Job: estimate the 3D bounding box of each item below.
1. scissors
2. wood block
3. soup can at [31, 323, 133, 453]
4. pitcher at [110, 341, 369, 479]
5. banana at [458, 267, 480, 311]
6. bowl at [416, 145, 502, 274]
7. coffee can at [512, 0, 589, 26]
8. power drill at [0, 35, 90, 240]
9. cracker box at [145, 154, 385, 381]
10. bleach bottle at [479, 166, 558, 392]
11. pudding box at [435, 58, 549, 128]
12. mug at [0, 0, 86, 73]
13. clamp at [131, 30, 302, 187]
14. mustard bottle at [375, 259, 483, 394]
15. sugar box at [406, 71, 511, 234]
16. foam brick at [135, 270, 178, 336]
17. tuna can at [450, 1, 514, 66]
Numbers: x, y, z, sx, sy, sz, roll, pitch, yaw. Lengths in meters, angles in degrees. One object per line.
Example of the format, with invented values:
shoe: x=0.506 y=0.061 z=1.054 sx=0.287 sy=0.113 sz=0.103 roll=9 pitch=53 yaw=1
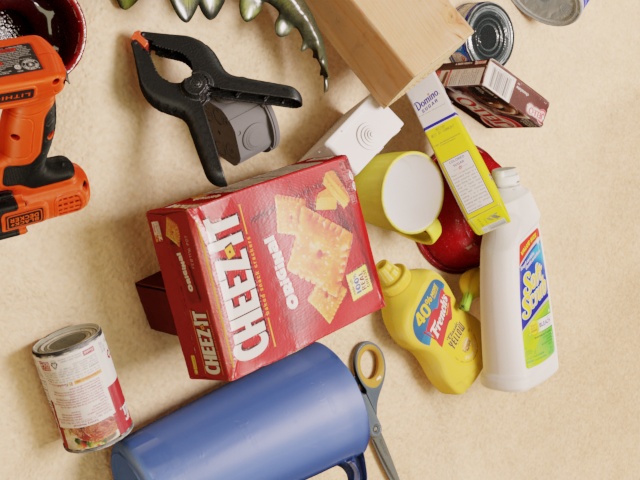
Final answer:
scissors: x=0.069 y=0.199 z=1.244 sx=0.096 sy=0.016 sz=0.201 roll=-50 pitch=121 yaw=-22
wood block: x=0.044 y=-0.250 z=1.078 sx=0.090 sy=0.090 sz=0.206 roll=-39 pitch=89 yaw=-23
soup can: x=-0.221 y=0.136 z=0.992 sx=0.068 sy=0.069 sz=0.102 roll=-25 pitch=108 yaw=-32
pitcher: x=-0.075 y=0.212 z=1.066 sx=0.242 sy=0.149 sz=0.145 roll=-22 pitch=120 yaw=-29
banana: x=0.220 y=0.074 z=1.320 sx=0.197 sy=0.037 sz=0.069 roll=23 pitch=72 yaw=-47
bowl: x=0.186 y=-0.036 z=1.281 sx=0.161 sy=0.055 sz=0.162 roll=-5 pitch=98 yaw=-36
coffee can: x=0.304 y=-0.348 z=1.304 sx=0.102 sy=0.103 sz=0.140 roll=46 pitch=68 yaw=-30
power drill: x=-0.279 y=-0.073 z=0.878 sx=0.184 sy=0.057 sz=0.188 roll=-19 pitch=147 yaw=-27
cracker box: x=-0.045 y=0.021 z=1.020 sx=0.213 sy=0.072 sz=0.164 roll=-22 pitch=102 yaw=-42
bleach bottle: x=0.221 y=0.042 z=1.240 sx=0.102 sy=0.068 sz=0.251 roll=-19 pitch=106 yaw=-44
pudding box: x=0.199 y=-0.170 z=1.254 sx=0.113 sy=0.090 sz=0.039 roll=30 pitch=76 yaw=-34
mug: x=-0.263 y=-0.191 z=0.917 sx=0.093 sy=0.082 sz=0.117 roll=-18 pitch=105 yaw=-34
clamp: x=-0.116 y=-0.130 z=1.001 sx=0.171 sy=0.039 sz=0.120 roll=30 pitch=69 yaw=10
mustard bottle: x=0.123 y=0.089 z=1.245 sx=0.191 sy=0.058 sz=0.096 roll=48 pitch=59 yaw=-29
sugar box: x=0.150 y=-0.097 z=1.177 sx=0.176 sy=0.048 sz=0.093 roll=68 pitch=11 yaw=16
foam brick: x=-0.135 y=0.058 z=1.041 sx=0.052 sy=0.078 sz=0.051 roll=-27 pitch=109 yaw=-32
tuna can: x=0.192 y=-0.242 z=1.275 sx=0.085 sy=0.034 sz=0.086 roll=-4 pitch=98 yaw=-36
